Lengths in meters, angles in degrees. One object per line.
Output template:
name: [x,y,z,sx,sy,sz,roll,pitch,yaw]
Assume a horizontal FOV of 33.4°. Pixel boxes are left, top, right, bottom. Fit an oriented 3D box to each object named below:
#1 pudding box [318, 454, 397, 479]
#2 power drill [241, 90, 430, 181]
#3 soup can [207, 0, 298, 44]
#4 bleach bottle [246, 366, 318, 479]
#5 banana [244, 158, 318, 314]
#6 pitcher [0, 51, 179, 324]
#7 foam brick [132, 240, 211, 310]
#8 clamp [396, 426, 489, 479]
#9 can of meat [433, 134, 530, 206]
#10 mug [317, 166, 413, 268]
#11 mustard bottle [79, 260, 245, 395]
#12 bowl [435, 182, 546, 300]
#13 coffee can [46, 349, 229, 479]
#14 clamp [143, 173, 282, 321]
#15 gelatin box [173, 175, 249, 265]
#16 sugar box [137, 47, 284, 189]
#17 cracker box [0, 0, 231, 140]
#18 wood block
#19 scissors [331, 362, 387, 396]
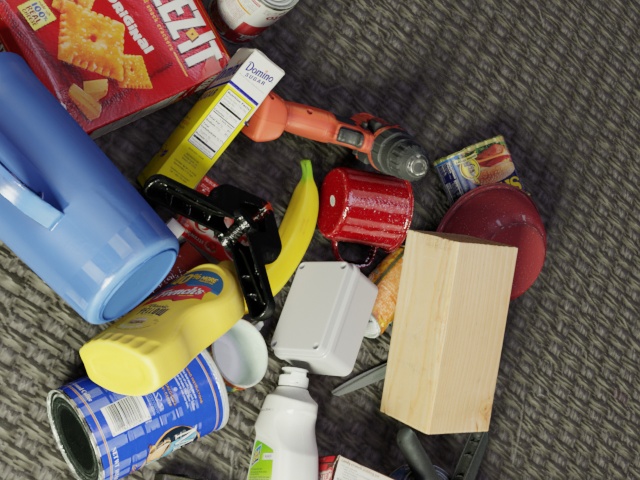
pudding box: [0.035,0.261,1.119,0.113,0.090,0.039,26,66,-24]
power drill: [0.012,-0.116,1.156,0.187,0.185,0.057,14,101,-22]
soup can: [-0.072,-0.266,1.173,0.068,0.102,0.068,8,74,-29]
bleach bottle: [-0.038,0.252,1.070,0.068,0.103,0.251,17,71,-29]
banana: [-0.046,0.008,1.154,0.069,0.037,0.197,47,59,-41]
pitcher: [-0.246,-0.044,0.948,0.243,0.145,0.149,45,47,11]
foam brick: [-0.150,0.047,1.083,0.051,0.053,0.078,47,60,-13]
clamp: [0.147,0.280,1.170,0.120,0.039,0.171,-6,85,-26]
can of meat: [0.197,-0.075,1.316,0.101,0.058,0.084,-21,87,-32]
mug: [0.044,-0.026,1.201,0.081,0.093,0.117,8,101,-24]
mustard bottle: [-0.127,0.071,0.997,0.191,0.096,0.058,-39,118,-45]
bowl: [0.212,0.015,1.261,0.161,0.055,0.162,-9,111,-24]
coffee can: [-0.172,0.161,1.013,0.140,0.103,0.103,-23,91,-32]
clamp: [-0.077,-0.001,1.034,0.164,0.036,0.209,52,16,6]
gelatin box: [-0.110,-0.014,1.134,0.089,0.030,0.073,36,63,-18]
sugar box: [-0.114,-0.115,1.079,0.048,0.093,0.176,36,89,-18]
cracker box: [-0.216,-0.203,1.092,0.213,0.072,0.164,-31,95,-33]
wood block: [0.139,0.098,1.171,0.090,0.090,0.206,4,97,-35]
scissors: [0.105,0.155,1.230,0.201,0.016,0.096,-37,98,-31]
